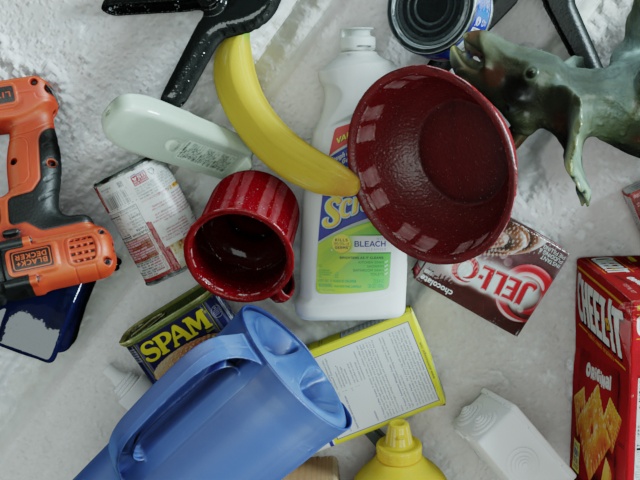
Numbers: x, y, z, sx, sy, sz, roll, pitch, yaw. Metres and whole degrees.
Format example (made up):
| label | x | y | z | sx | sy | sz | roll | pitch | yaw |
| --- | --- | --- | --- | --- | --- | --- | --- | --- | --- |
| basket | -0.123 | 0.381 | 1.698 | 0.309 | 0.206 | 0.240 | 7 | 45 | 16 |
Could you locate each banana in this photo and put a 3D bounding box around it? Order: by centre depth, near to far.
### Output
| label | x | y | z | sx | sy | sz | roll | pitch | yaw |
| --- | --- | --- | --- | --- | --- | --- | --- | --- | --- |
| banana | -0.041 | -0.105 | 0.910 | 0.070 | 0.037 | 0.198 | -39 | 73 | 27 |

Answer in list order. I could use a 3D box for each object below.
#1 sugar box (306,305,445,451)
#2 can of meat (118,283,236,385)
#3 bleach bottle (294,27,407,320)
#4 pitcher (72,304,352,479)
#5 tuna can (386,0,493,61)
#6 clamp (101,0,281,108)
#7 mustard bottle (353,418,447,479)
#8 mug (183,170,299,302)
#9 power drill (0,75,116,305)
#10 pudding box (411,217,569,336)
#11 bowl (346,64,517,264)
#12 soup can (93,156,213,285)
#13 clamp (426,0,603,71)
| label | x | y | z | sx | sy | sz | roll | pitch | yaw |
| --- | --- | --- | --- | --- | --- | --- | --- | --- | --- |
| sugar box | 0.018 | 0.134 | 0.980 | 0.176 | 0.048 | 0.093 | -21 | 94 | 6 |
| can of meat | -0.116 | 0.096 | 0.969 | 0.102 | 0.057 | 0.084 | -31 | 102 | 6 |
| bleach bottle | 0.026 | -0.058 | 0.936 | 0.102 | 0.068 | 0.251 | -1 | 99 | 1 |
| pitcher | -0.107 | 0.174 | 0.889 | 0.243 | 0.145 | 0.149 | -42 | 101 | 9 |
| tuna can | 0.100 | -0.196 | 0.901 | 0.086 | 0.033 | 0.086 | 0 | 90 | 32 |
| clamp | -0.092 | -0.190 | 0.910 | 0.171 | 0.039 | 0.120 | -25 | 83 | 6 |
| mustard bottle | 0.073 | 0.252 | 0.974 | 0.096 | 0.058 | 0.192 | -5 | 107 | -8 |
| mug | -0.056 | 0.001 | 0.915 | 0.093 | 0.081 | 0.117 | -26 | 115 | 23 |
| power drill | -0.278 | -0.037 | 0.902 | 0.184 | 0.057 | 0.188 | -11 | 78 | -10 |
| pudding box | 0.152 | 0.020 | 0.961 | 0.113 | 0.039 | 0.090 | 29 | 101 | -5 |
| bowl | 0.100 | -0.065 | 0.858 | 0.162 | 0.055 | 0.162 | 17 | 117 | 37 |
| soup can | -0.147 | -0.020 | 0.940 | 0.068 | 0.068 | 0.102 | -26 | 100 | 5 |
| clamp | 0.173 | -0.218 | 0.916 | 0.164 | 0.036 | 0.210 | 0 | 105 | 0 |
